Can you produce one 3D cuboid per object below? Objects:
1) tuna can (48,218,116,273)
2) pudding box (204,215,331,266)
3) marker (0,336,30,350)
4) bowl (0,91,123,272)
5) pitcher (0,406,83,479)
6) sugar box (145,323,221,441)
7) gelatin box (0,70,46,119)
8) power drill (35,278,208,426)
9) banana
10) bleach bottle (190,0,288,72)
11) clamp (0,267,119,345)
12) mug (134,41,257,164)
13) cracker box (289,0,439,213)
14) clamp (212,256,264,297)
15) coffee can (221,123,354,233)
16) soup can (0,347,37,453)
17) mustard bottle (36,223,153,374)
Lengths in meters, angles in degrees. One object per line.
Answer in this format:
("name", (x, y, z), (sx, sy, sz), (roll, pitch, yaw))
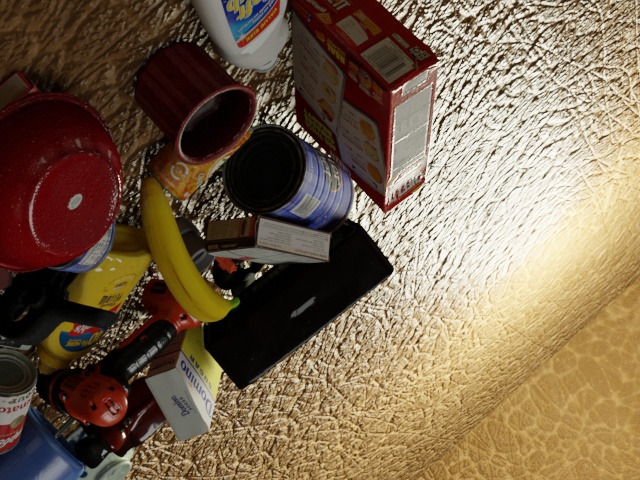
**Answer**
("tuna can", (-0.235, -0.013, 1.004), (0.086, 0.086, 0.033), (-51, 153, 16))
("pudding box", (-0.058, 0.001, 1.180), (0.113, 0.039, 0.090), (11, 168, -44))
("marker", (-0.341, 0.098, 1.099), (0.020, 0.020, 0.121), (-47, 156, 8))
("bowl", (-0.219, -0.039, 0.890), (0.161, 0.055, 0.162), (-29, 131, -39))
("pitcher", (-0.396, 0.304, 1.217), (0.242, 0.149, 0.145), (-42, 117, -12))
("sugar box", (-0.157, 0.151, 1.269), (0.048, 0.093, 0.176), (-21, -159, 7))
("gelatin box", (-0.264, -0.091, 0.901), (0.089, 0.030, 0.073), (-41, 156, -5))
("power drill", (-0.226, 0.125, 1.202), (0.187, 0.185, 0.057), (-48, 119, -24))
("banana", (-0.147, 0.024, 1.134), (0.037, 0.069, 0.197), (-17, 126, 17))
("bleach bottle", (-0.068, -0.230, 0.943), (0.102, 0.068, 0.251), (-40, 158, -8))
("clamp", (-0.263, 0.046, 1.053), (0.172, 0.120, 0.039), (-17, 145, 27))
("mug", (-0.111, -0.134, 1.004), (0.117, 0.081, 0.093), (-18, 145, -44))
("cracker box", (0.044, -0.154, 1.110), (0.072, 0.164, 0.214), (-33, 154, -17))
("clamp", (-0.075, 0.011, 1.305), (0.164, 0.036, 0.210), (-49, 170, 5))
("coffee can", (-0.034, -0.064, 1.209), (0.103, 0.103, 0.140), (-48, 155, 9))
("soup can", (-0.348, 0.173, 1.152), (0.068, 0.068, 0.102), (-18, 144, -44))
("mustard bottle", (-0.254, 0.071, 1.142), (0.192, 0.058, 0.096), (-54, 159, 23))
